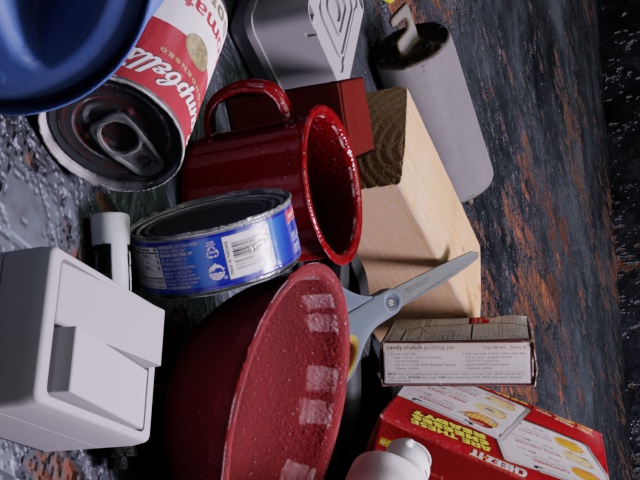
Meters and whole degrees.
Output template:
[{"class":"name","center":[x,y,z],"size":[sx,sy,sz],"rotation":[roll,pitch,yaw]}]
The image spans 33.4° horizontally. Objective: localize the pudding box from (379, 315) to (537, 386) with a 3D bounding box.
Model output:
[{"class":"pudding box","center":[0.104,0.083,0.801],"size":[0.090,0.113,0.039],"rotation":[-35,121,-78]}]

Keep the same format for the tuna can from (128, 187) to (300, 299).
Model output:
[{"class":"tuna can","center":[-0.054,0.001,0.546],"size":[0.086,0.086,0.034],"rotation":[-43,124,-65]}]

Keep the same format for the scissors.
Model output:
[{"class":"scissors","center":[0.031,0.031,0.730],"size":[0.201,0.016,0.096],"rotation":[-42,111,-31]}]

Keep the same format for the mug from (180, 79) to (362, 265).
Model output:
[{"class":"mug","center":[-0.032,-0.037,0.620],"size":[0.093,0.082,0.117],"rotation":[-64,141,-56]}]

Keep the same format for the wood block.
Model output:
[{"class":"wood block","center":[0.055,-0.013,0.825],"size":[0.206,0.091,0.090],"rotation":[56,33,-49]}]

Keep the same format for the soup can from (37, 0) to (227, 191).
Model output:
[{"class":"soup can","center":[-0.087,-0.082,0.515],"size":[0.102,0.069,0.068],"rotation":[-78,151,-44]}]

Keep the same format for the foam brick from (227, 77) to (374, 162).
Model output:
[{"class":"foam brick","center":[-0.012,-0.074,0.694],"size":[0.051,0.078,0.053],"rotation":[-33,116,-67]}]

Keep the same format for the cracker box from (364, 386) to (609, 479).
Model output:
[{"class":"cracker box","center":[0.123,0.167,0.790],"size":[0.213,0.164,0.072],"rotation":[-18,129,-77]}]

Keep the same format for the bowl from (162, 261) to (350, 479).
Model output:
[{"class":"bowl","center":[-0.037,0.087,0.567],"size":[0.162,0.055,0.162],"rotation":[10,90,-69]}]

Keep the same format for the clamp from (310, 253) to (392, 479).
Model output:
[{"class":"clamp","center":[0.017,0.081,0.767],"size":[0.120,0.039,0.171],"rotation":[-70,149,-60]}]

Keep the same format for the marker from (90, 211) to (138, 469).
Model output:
[{"class":"marker","center":[-0.098,0.047,0.506],"size":[0.020,0.020,0.121],"rotation":[21,63,-66]}]
